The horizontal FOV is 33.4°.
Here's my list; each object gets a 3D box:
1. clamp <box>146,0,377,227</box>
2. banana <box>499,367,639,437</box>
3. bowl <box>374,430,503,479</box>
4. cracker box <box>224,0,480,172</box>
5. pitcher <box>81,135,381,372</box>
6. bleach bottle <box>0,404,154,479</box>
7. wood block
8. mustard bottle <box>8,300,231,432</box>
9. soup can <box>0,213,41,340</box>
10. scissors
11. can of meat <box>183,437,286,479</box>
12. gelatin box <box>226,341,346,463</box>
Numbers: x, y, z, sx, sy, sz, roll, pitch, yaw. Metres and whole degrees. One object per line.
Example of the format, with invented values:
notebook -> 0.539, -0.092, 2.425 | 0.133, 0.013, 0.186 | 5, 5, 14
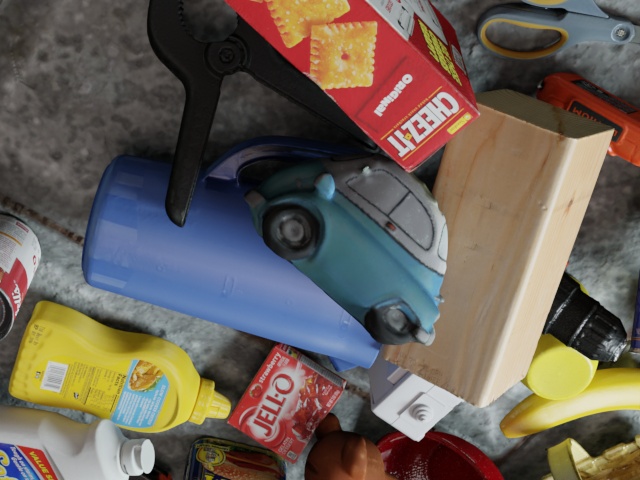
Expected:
clamp -> -0.074, -0.122, 0.770 | 0.164, 0.036, 0.210 | -29, 95, -4
banana -> 0.252, 0.144, 0.944 | 0.197, 0.037, 0.070 | 4, 108, -22
bowl -> 0.119, 0.237, 0.987 | 0.162, 0.055, 0.162 | 20, 121, 36
cracker box -> 0.005, -0.165, 0.718 | 0.072, 0.164, 0.213 | -40, 112, 22
pitcher -> -0.056, 0.001, 0.841 | 0.242, 0.149, 0.145 | 14, 162, -4
bleach bottle -> -0.270, 0.187, 0.948 | 0.251, 0.068, 0.102 | -4, 107, 15
wood block -> 0.128, 0.004, 0.781 | 0.090, 0.090, 0.206 | 26, 112, 26
mustard bottle -> -0.172, 0.123, 0.947 | 0.191, 0.058, 0.096 | 19, 120, -10
soup can -> -0.272, 0.030, 0.869 | 0.068, 0.102, 0.068 | 0, 120, 0
scissors -> 0.217, -0.175, 0.796 | 0.202, 0.016, 0.096 | -3, 120, 2
can of meat -> -0.081, 0.236, 0.997 | 0.102, 0.084, 0.057 | 16, 119, -8
gelatin box -> -0.031, 0.145, 0.958 | 0.073, 0.030, 0.089 | 33, 106, -1
